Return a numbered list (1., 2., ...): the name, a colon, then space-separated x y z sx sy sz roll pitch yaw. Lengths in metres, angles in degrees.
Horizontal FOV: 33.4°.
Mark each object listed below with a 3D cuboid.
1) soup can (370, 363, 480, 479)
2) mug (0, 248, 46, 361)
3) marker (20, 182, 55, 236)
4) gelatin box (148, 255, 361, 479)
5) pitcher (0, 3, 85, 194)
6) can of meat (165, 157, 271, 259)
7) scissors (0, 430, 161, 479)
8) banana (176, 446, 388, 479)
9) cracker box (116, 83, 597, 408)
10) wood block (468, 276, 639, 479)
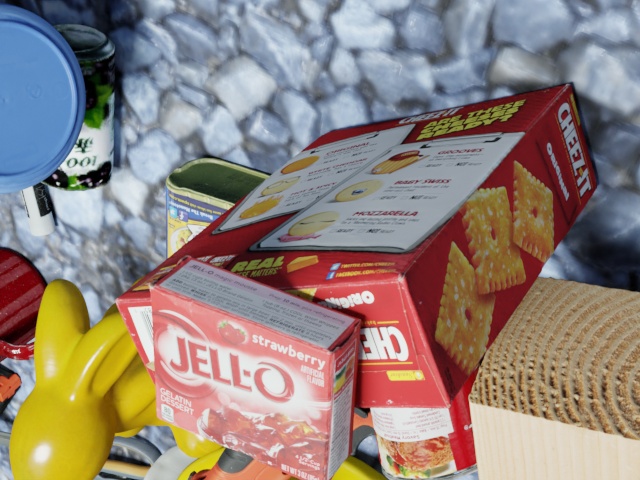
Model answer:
1. soup can: 0.056 0.076 0.599 0.069 0.068 0.102 -7 102 35
2. mug: -0.262 0.061 0.853 0.117 0.081 0.093 17 124 25
3. marker: -0.221 -0.061 0.799 0.020 0.020 0.121 7 119 30
4. gelatin box: -0.029 0.055 0.449 0.089 0.030 0.073 18 125 23
5. pitcher: -0.255 -0.107 0.680 0.243 0.145 0.149 13 159 48
6. can of meat: -0.055 0.001 0.702 0.102 0.057 0.084 18 122 24
7. scissors: -0.218 0.202 0.934 0.202 0.016 0.096 -5 117 28
8. banana: -0.023 0.176 0.773 0.198 0.069 0.037 -3 142 22
9. cracker box: 0.029 0.002 0.544 0.164 0.213 0.072 -7 113 36
10. wood block: 0.143 0.125 0.579 0.091 0.090 0.206 9 138 23
